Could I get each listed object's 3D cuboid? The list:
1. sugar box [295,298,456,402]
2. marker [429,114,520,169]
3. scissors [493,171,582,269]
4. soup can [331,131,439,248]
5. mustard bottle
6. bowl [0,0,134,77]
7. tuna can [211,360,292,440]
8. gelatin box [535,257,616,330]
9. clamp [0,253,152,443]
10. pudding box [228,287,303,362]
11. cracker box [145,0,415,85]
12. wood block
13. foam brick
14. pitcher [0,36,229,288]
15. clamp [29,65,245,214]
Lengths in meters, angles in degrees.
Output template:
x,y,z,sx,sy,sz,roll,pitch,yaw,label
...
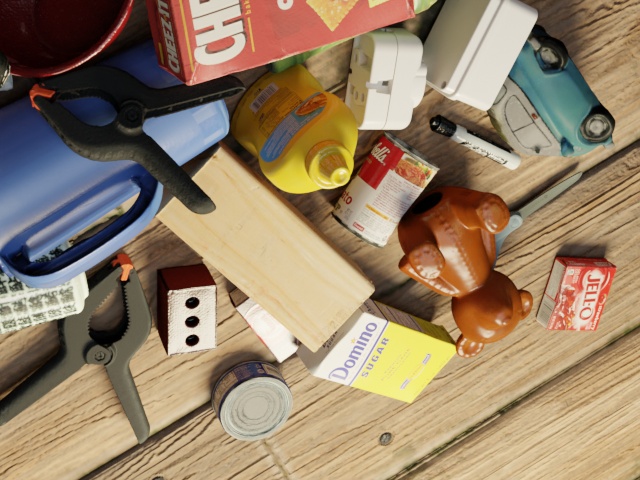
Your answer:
x,y,z,sx,sy,sz,roll,pitch,yaw,label
0.065,0.120,1.168,0.175,0.048,0.093,20,114,-47,sugar box
0.164,-0.105,1.138,0.121,0.020,0.020,22,106,-29,marker
0.214,-0.003,1.211,0.201,0.016,0.096,-21,119,-10,scissors
0.066,-0.051,1.097,0.068,0.068,0.102,27,104,-31,soup can
-0.016,-0.094,0.967,0.096,0.192,0.058,-45,123,4,mustard bottle
-0.213,-0.205,0.881,0.162,0.162,0.055,-46,161,5,bowl
-0.075,0.177,1.176,0.086,0.034,0.086,-9,118,-18,tuna can
0.306,0.064,1.275,0.073,0.030,0.089,3,114,-24,gelatin box
-0.236,0.112,1.075,0.164,0.036,0.210,5,111,-25,clamp
-0.027,0.062,1.133,0.113,0.039,0.090,-37,122,-2,pudding box
-0.034,-0.233,0.844,0.213,0.072,0.164,-21,123,-22,cracker box
-0.056,0.001,1.034,0.206,0.091,0.090,43,94,-19,wood block
-0.136,0.071,1.086,0.053,0.051,0.078,-7,118,-19,foam brick
-0.200,-0.075,0.929,0.242,0.145,0.149,-31,107,-11,pitcher
-0.145,-0.104,0.868,0.171,0.039,0.120,24,68,-9,clamp
